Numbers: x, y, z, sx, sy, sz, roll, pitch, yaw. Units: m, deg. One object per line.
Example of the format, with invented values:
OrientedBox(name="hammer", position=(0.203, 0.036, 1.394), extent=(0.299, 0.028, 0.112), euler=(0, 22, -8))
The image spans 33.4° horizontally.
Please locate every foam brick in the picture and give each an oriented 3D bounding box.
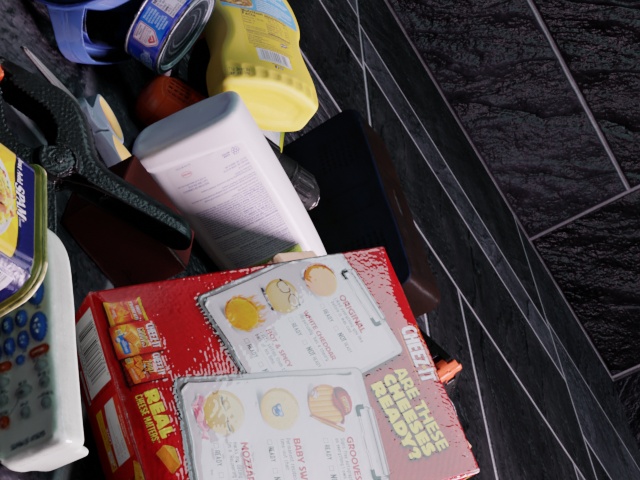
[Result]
OrientedBox(name="foam brick", position=(-0.132, -0.010, 0.742), extent=(0.078, 0.053, 0.051), euler=(55, 17, -27))

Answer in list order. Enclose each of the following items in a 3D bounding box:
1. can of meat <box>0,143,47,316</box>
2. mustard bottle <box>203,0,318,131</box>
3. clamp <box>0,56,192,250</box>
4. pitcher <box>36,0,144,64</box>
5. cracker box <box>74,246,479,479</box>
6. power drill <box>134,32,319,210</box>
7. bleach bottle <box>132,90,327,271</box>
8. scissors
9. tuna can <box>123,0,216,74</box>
OrientedBox(name="can of meat", position=(-0.193, -0.019, 0.560), extent=(0.083, 0.057, 0.102), euler=(44, 24, -44))
OrientedBox(name="mustard bottle", position=(-0.063, -0.187, 0.957), extent=(0.096, 0.058, 0.191), euler=(13, 47, -30))
OrientedBox(name="clamp", position=(-0.170, -0.034, 0.655), extent=(0.171, 0.039, 0.120), euler=(48, 46, 0))
OrientedBox(name="pitcher", position=(-0.169, -0.242, 0.904), extent=(0.145, 0.149, 0.242), euler=(48, 12, 3))
OrientedBox(name="cracker box", position=(-0.030, 0.102, 0.656), extent=(0.213, 0.072, 0.164), euler=(-8, 66, -33))
OrientedBox(name="power drill", position=(-0.071, -0.125, 0.987), extent=(0.184, 0.057, 0.187), euler=(34, 35, -20))
OrientedBox(name="bleach bottle", position=(-0.056, 0.001, 0.915), extent=(0.068, 0.102, 0.250), euler=(-95, 160, -60))
OrientedBox(name="scissors", position=(-0.171, -0.100, 0.762), extent=(0.096, 0.016, 0.201), euler=(64, 1, 36))
OrientedBox(name="tuna can", position=(-0.123, -0.181, 0.882), extent=(0.034, 0.086, 0.086), euler=(35, 17, 2))
